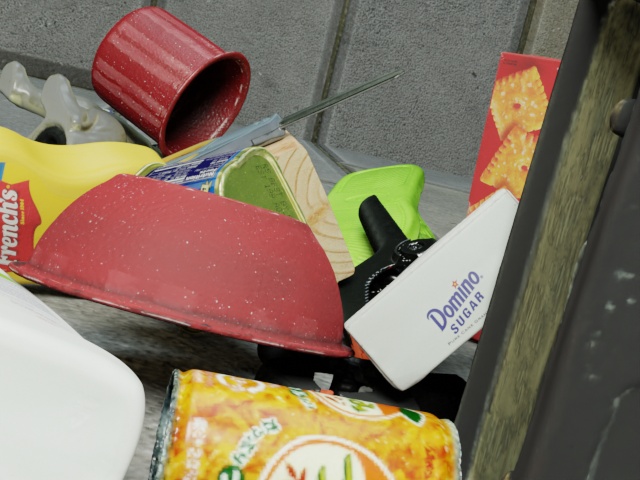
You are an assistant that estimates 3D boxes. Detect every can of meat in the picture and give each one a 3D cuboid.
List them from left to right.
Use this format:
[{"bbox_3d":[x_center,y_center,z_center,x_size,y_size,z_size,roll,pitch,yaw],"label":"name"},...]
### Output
[{"bbox_3d":[-0.054,0.001,0.598,0.084,0.102,0.057,-8,29,39],"label":"can of meat"}]

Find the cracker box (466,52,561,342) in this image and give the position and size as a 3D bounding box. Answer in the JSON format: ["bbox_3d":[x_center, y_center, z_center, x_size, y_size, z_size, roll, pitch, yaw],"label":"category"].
[{"bbox_3d":[0.177,-0.028,0.841,0.072,0.214,0.163,17,9,32],"label":"cracker box"}]

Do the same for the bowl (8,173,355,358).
[{"bbox_3d":[-0.056,0.007,0.490,0.162,0.055,0.162,15,-2,0],"label":"bowl"}]

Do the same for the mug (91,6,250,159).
[{"bbox_3d":[-0.112,-0.110,0.787,0.081,0.117,0.093,37,59,19],"label":"mug"}]

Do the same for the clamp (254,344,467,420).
[{"bbox_3d":[0.003,0.072,0.525,0.120,0.039,0.171,10,0,18],"label":"clamp"}]

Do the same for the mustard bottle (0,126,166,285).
[{"bbox_3d":[-0.182,-0.017,0.601,0.191,0.096,0.058,6,30,-39],"label":"mustard bottle"}]

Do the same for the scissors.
[{"bbox_3d":[-0.046,-0.064,0.692,0.202,0.016,0.096,-18,16,23],"label":"scissors"}]

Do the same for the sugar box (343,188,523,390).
[{"bbox_3d":[0.068,0.021,0.531,0.048,0.093,0.176,49,7,3],"label":"sugar box"}]

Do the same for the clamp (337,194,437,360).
[{"bbox_3d":[0.077,0.016,0.702,0.165,0.036,0.209,-6,26,23],"label":"clamp"}]

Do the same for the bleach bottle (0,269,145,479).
[{"bbox_3d":[-0.149,0.036,0.432,0.102,0.068,0.251,27,-2,-24],"label":"bleach bottle"}]
